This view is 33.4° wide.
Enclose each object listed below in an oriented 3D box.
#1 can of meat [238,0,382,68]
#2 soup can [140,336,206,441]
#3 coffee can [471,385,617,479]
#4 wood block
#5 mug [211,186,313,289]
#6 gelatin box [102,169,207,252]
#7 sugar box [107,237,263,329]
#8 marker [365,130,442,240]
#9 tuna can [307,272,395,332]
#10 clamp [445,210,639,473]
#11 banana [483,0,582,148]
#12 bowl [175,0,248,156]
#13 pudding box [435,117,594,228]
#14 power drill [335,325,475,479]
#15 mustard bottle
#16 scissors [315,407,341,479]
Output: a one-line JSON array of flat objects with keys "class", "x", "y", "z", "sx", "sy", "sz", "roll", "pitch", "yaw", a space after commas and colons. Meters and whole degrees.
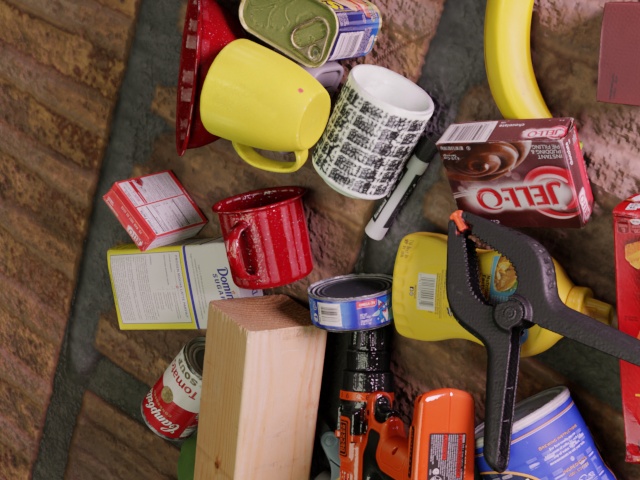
[{"class": "can of meat", "x": -0.007, "y": -0.199, "z": 0.954, "sx": 0.102, "sy": 0.083, "sz": 0.057, "roll": 34, "pitch": 119, "yaw": 23}, {"class": "soup can", "x": -0.141, "y": 0.160, "z": 1.152, "sx": 0.068, "sy": 0.068, "sz": 0.102, "roll": 48, "pitch": 123, "yaw": 14}, {"class": "coffee can", "x": 0.199, "y": 0.210, "z": 0.912, "sx": 0.103, "sy": 0.102, "sz": 0.140, "roll": -32, "pitch": 84, "yaw": 36}, {"class": "wood block", "x": -0.062, "y": 0.167, "z": 1.060, "sx": 0.091, "sy": 0.090, "sz": 0.206, "roll": 29, "pitch": 117, "yaw": 53}, {"class": "mug", "x": -0.057, "y": 0.001, "z": 1.026, "sx": 0.093, "sy": 0.117, "sz": 0.081, "roll": -5, "pitch": 105, "yaw": 23}, {"class": "gelatin box", "x": -0.171, "y": -0.031, "z": 1.108, "sx": 0.073, "sy": 0.089, "sz": 0.030, "roll": 52, "pitch": 124, "yaw": 11}, {"class": "sugar box", "x": -0.145, "y": 0.046, "z": 1.139, "sx": 0.176, "sy": 0.048, "sz": 0.093, "roll": -3, "pitch": 101, "yaw": 31}, {"class": "marker", "x": 0.077, "y": -0.051, "z": 0.977, "sx": 0.020, "sy": 0.020, "sz": 0.121, "roll": 42, "pitch": 122, "yaw": 18}, {"class": "tuna can", "x": 0.032, "y": 0.057, "z": 0.996, "sx": 0.086, "sy": 0.085, "sz": 0.034, "roll": 2, "pitch": 105, "yaw": 34}, {"class": "clamp", "x": 0.170, "y": 0.060, "z": 0.857, "sx": 0.165, "sy": 0.036, "sz": 0.210, "roll": -30, "pitch": 67, "yaw": 23}, {"class": "banana", "x": 0.168, "y": -0.165, "z": 0.877, "sx": 0.070, "sy": 0.037, "sz": 0.198, "roll": -8, "pitch": 101, "yaw": 10}, {"class": "bowl", "x": -0.102, "y": -0.158, "z": 1.018, "sx": 0.055, "sy": 0.162, "sz": 0.162, "roll": 4, "pitch": 111, "yaw": -13}, {"class": "pudding box", "x": 0.162, "y": -0.055, "z": 0.886, "sx": 0.114, "sy": 0.039, "sz": 0.090, "roll": 4, "pitch": 131, "yaw": 35}, {"class": "power drill", "x": 0.070, "y": 0.160, "z": 0.957, "sx": 0.188, "sy": 0.057, "sz": 0.184, "roll": 177, "pitch": 94, "yaw": -69}, {"class": "mustard bottle", "x": 0.157, "y": 0.050, "z": 0.925, "sx": 0.192, "sy": 0.058, "sz": 0.096, "roll": 8, "pitch": 99, "yaw": 33}, {"class": "scissors", "x": 0.031, "y": 0.204, "z": 1.071, "sx": 0.096, "sy": 0.016, "sz": 0.202, "roll": -14, "pitch": 67, "yaw": -2}]
